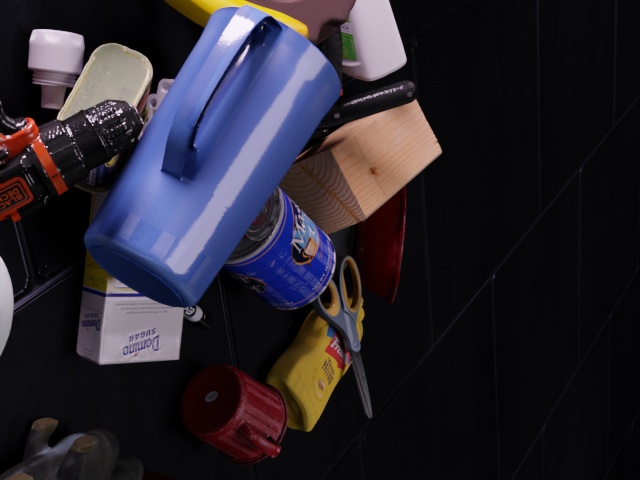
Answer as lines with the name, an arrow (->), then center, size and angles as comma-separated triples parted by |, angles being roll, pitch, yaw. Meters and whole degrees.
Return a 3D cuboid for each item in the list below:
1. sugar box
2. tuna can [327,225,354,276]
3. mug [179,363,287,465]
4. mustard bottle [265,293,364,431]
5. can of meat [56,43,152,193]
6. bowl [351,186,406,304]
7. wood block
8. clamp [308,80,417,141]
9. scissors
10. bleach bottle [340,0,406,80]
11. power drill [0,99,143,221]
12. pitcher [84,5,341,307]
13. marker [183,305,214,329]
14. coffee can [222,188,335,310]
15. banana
sugar box -> -0.167, 0.022, 0.972 | 0.093, 0.048, 0.176 | 3, 98, -45
tuna can -> 0.007, 0.000, 1.300 | 0.086, 0.034, 0.086 | -25, 120, -56
mug -> -0.087, 0.185, 1.111 | 0.093, 0.117, 0.081 | -49, 141, -2
mustard bottle -> 0.004, 0.134, 1.309 | 0.191, 0.058, 0.096 | -55, 137, -39
can of meat -> -0.179, -0.101, 0.878 | 0.084, 0.057, 0.102 | 127, -14, -68
bowl -> 0.071, -0.002, 1.352 | 0.162, 0.055, 0.162 | -176, -89, -87
wood block -> 0.050, -0.092, 1.264 | 0.205, 0.090, 0.091 | -40, 105, -50
clamp -> -0.018, -0.125, 1.161 | 0.209, 0.165, 0.036 | -19, 91, -34
scissors -> 0.025, 0.118, 1.275 | 0.096, 0.016, 0.202 | -2, 87, -50
bleach bottle -> 0.025, -0.309, 1.199 | 0.068, 0.103, 0.251 | -28, 122, -15
power drill -> -0.234, -0.101, 0.747 | 0.184, 0.057, 0.187 | -31, 127, -12
pitcher -> -0.095, -0.073, 0.899 | 0.149, 0.145, 0.242 | 42, 67, -32
marker -> -0.141, 0.065, 1.071 | 0.121, 0.020, 0.020 | 41, 63, -57
coffee can -> -0.057, 0.001, 1.116 | 0.140, 0.103, 0.102 | 45, 59, -56
banana -> -0.103, -0.225, 0.955 | 0.197, 0.070, 0.037 | 38, 43, -16
